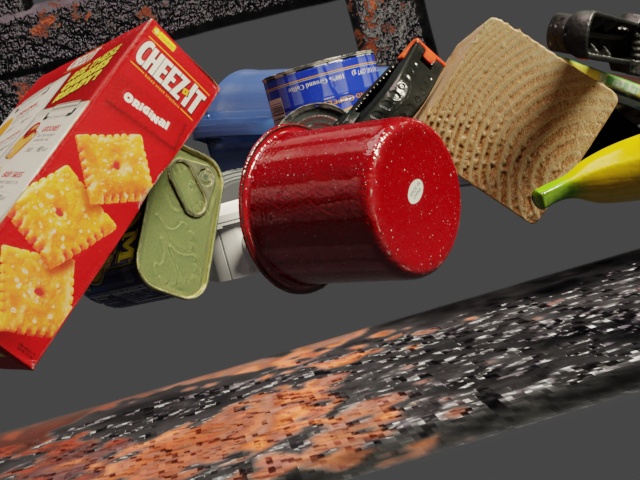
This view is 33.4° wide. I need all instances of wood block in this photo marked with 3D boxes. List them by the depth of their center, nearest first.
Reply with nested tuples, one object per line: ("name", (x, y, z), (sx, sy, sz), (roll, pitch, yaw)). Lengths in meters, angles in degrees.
("wood block", (0.116, -0.080, 0.712), (0.090, 0.091, 0.206), (-57, 1, 7))

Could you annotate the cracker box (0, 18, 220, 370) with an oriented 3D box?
("cracker box", (-0.175, -0.023, 0.665), (0.164, 0.072, 0.213), (-8, 45, 51))

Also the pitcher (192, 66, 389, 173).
("pitcher", (-0.007, -0.118, 1.108), (0.243, 0.145, 0.149), (3, 51, 46))

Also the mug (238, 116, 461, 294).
("mug", (0.026, -0.015, 0.559), (0.082, 0.093, 0.117), (-4, -25, 41))

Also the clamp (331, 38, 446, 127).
("clamp", (0.016, -0.058, 0.693), (0.171, 0.039, 0.120), (-51, 18, -23))

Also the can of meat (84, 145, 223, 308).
("can of meat", (-0.118, -0.007, 0.725), (0.057, 0.102, 0.084), (23, -24, -38))

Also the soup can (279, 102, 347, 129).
("soup can", (0.011, -0.053, 0.813), (0.068, 0.068, 0.102), (-13, -22, 15))

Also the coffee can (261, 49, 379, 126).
("coffee can", (0.015, -0.086, 0.942), (0.103, 0.140, 0.103), (-15, 5, 1))
